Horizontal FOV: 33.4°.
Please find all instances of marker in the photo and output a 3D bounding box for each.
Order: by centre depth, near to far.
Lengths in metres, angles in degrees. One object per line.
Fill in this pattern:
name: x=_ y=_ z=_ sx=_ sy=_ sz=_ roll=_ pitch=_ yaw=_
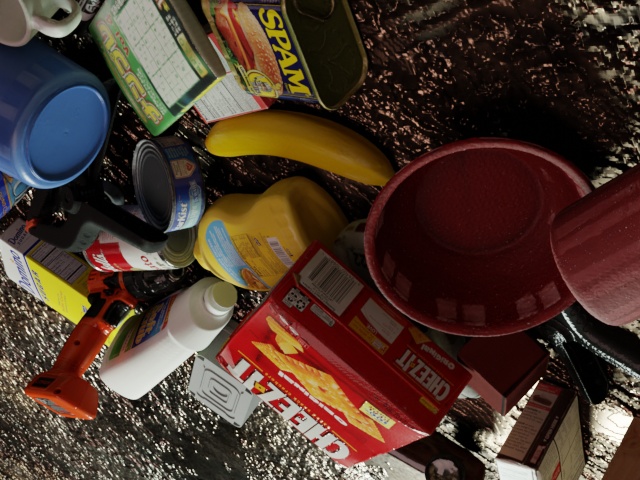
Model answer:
marker: x=-0.184 y=-0.200 z=0.867 sx=0.020 sy=0.020 sz=0.121 roll=44 pitch=148 yaw=-9

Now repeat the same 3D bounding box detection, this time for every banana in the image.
banana: x=-0.022 y=-0.073 z=0.845 sx=0.198 sy=0.037 sz=0.069 roll=18 pitch=142 yaw=30

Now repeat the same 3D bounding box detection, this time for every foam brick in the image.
foam brick: x=0.145 y=0.098 z=0.848 sx=0.051 sy=0.053 sz=0.078 roll=43 pitch=171 yaw=20

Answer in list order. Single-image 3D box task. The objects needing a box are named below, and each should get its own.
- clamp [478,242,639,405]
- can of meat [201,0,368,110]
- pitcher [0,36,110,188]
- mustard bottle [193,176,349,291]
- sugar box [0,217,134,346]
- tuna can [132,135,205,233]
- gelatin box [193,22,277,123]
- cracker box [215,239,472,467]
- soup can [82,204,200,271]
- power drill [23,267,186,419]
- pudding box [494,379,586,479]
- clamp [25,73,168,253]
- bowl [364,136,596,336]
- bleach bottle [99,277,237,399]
clamp: x=0.185 y=0.066 z=0.810 sx=0.171 sy=0.039 sz=0.120 roll=43 pitch=154 yaw=5
can of meat: x=-0.026 y=-0.145 z=0.741 sx=0.084 sy=0.057 sz=0.102 roll=13 pitch=140 yaw=40
pitcher: x=-0.308 y=-0.143 z=0.926 sx=0.243 sy=0.149 sz=0.145 roll=29 pitch=133 yaw=26
mustard bottle: x=-0.056 y=0.001 z=0.953 sx=0.192 sy=0.058 sz=0.096 roll=-10 pitch=123 yaw=51
sugar box: x=-0.306 y=0.054 z=1.288 sx=0.176 sy=0.048 sz=0.093 roll=29 pitch=147 yaw=13
tuna can: x=-0.136 y=-0.051 z=0.958 sx=0.086 sy=0.033 sz=0.086 roll=29 pitch=125 yaw=52
gelatin box: x=-0.078 y=-0.134 z=0.833 sx=0.089 sy=0.030 sz=0.073 roll=-4 pitch=129 yaw=51
cracker box: x=0.009 y=0.106 z=0.901 sx=0.164 sy=0.072 sz=0.214 roll=41 pitch=154 yaw=0
soup can: x=-0.176 y=-0.004 z=1.047 sx=0.102 sy=0.068 sz=0.068 roll=-3 pitch=130 yaw=35
power drill: x=-0.226 y=0.096 z=1.129 sx=0.057 sy=0.187 sz=0.185 roll=39 pitch=154 yaw=-24
pudding box: x=0.190 y=0.189 z=0.911 sx=0.039 sy=0.090 sz=0.113 roll=15 pitch=141 yaw=30
clamp: x=-0.217 y=-0.036 z=0.998 sx=0.210 sy=0.036 sz=0.164 roll=-34 pitch=73 yaw=45
bowl: x=0.111 y=-0.012 z=0.732 sx=0.162 sy=0.055 sz=0.162 roll=2 pitch=124 yaw=2
bleach bottle: x=-0.156 y=0.093 z=1.154 sx=0.068 sy=0.102 sz=0.251 roll=36 pitch=143 yaw=-14
